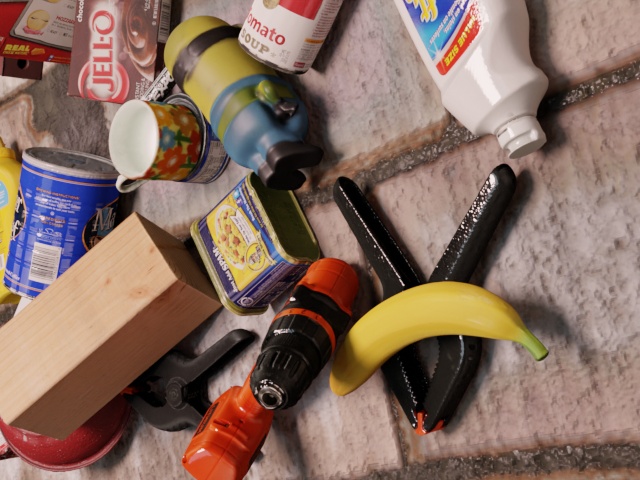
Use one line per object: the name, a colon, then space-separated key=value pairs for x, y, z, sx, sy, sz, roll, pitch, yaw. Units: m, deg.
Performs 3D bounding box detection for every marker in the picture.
marker: x=-0.151 y=-0.148 z=1.020 sx=0.121 sy=0.020 sz=0.020 roll=-50 pitch=56 yaw=8

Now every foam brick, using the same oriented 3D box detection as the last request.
foam brick: x=-0.348 y=-0.225 z=1.210 sx=0.051 sy=0.052 sz=0.078 roll=18 pitch=103 yaw=42

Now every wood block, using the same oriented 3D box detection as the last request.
wood block: x=-0.208 y=0.082 z=0.997 sx=0.206 sy=0.090 sz=0.090 roll=-41 pitch=59 yaw=6

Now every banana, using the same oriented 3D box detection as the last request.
banana: x=0.070 y=0.069 z=0.777 sx=0.198 sy=0.037 sz=0.069 roll=-17 pitch=83 yaw=44

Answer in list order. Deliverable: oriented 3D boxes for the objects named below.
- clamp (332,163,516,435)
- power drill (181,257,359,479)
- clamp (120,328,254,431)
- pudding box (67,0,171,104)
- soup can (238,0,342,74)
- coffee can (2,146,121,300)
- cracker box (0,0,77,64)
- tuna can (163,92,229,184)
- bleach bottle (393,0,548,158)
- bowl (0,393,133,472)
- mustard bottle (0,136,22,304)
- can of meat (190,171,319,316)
clamp: x=0.072 y=0.042 z=0.824 sx=0.165 sy=0.036 sz=0.210 roll=8 pitch=98 yaw=42
power drill: x=-0.042 y=0.118 z=0.852 sx=0.057 sy=0.184 sz=0.188 roll=35 pitch=121 yaw=0
clamp: x=-0.121 y=0.153 z=1.008 sx=0.172 sy=0.039 sz=0.120 roll=-14 pitch=75 yaw=40
pudding box: x=-0.197 y=-0.191 z=1.053 sx=0.090 sy=0.039 sz=0.113 roll=9 pitch=96 yaw=11
soup can: x=-0.019 y=-0.199 z=0.890 sx=0.069 sy=0.068 sz=0.102 roll=46 pitch=120 yaw=33
coffee can: x=-0.264 y=-0.016 z=1.098 sx=0.103 sy=0.102 sz=0.140 roll=24 pitch=106 yaw=41
cracker box: x=-0.286 y=-0.286 z=1.075 sx=0.072 sy=0.163 sz=0.214 roll=52 pitch=123 yaw=28
tuna can: x=-0.123 y=-0.097 z=1.011 sx=0.086 sy=0.033 sz=0.086 roll=0 pitch=90 yaw=43
bleach bottle: x=0.106 y=-0.179 z=0.777 sx=0.103 sy=0.067 sz=0.251 roll=-35 pitch=69 yaw=38
bowl: x=-0.273 y=0.153 z=1.088 sx=0.162 sy=0.055 sz=0.162 roll=-3 pitch=77 yaw=13
mustard bottle: x=-0.355 y=-0.029 z=1.213 sx=0.096 sy=0.058 sz=0.191 roll=-29 pitch=71 yaw=45
can of meat: x=-0.056 y=0.001 z=0.934 sx=0.084 sy=0.057 sz=0.102 roll=-42 pitch=63 yaw=33
